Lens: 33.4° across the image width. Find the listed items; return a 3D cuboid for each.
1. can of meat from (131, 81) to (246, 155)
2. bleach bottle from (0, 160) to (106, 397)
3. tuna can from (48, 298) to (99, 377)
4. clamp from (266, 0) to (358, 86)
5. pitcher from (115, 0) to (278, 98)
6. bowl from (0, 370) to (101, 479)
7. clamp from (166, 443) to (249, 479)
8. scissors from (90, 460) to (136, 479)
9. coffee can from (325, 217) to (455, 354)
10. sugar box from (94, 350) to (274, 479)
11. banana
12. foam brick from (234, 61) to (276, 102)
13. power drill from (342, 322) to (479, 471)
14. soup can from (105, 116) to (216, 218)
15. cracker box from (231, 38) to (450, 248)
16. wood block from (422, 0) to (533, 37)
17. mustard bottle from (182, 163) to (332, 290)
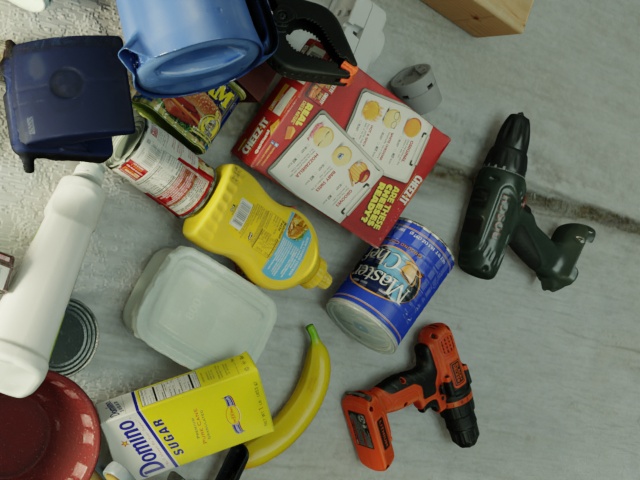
[{"bbox_3d":[-0.146,-0.155,1.165,0.102,0.058,0.084,41,73,-31],"label":"can of meat"},{"bbox_3d":[-0.263,0.023,1.044,0.068,0.103,0.250,25,58,-15],"label":"bleach bottle"},{"bbox_3d":[-0.276,0.099,1.107,0.085,0.034,0.086,-4,97,-36],"label":"tuna can"},{"bbox_3d":[-0.043,-0.245,1.160,0.210,0.036,0.164,30,70,2],"label":"clamp"},{"bbox_3d":[-0.143,-0.275,1.075,0.145,0.149,0.243,-18,79,6],"label":"pitcher"},{"bbox_3d":[-0.307,0.204,1.079,0.161,0.055,0.162,-4,98,-34],"label":"bowl"},{"bbox_3d":[-0.127,0.314,1.220,0.120,0.039,0.171,-20,124,-41],"label":"clamp"},{"bbox_3d":[-0.214,0.293,1.172,0.016,0.096,0.202,-49,151,-31],"label":"scissors"},{"bbox_3d":[0.088,0.056,1.328,0.102,0.103,0.140,49,66,-29],"label":"coffee can"},{"bbox_3d":[-0.146,0.193,1.158,0.176,0.048,0.093,-20,121,-12],"label":"sugar box"},{"bbox_3d":[-0.037,0.201,1.294,0.069,0.037,0.197,34,72,-14],"label":"banana"},{"bbox_3d":[-0.096,-0.199,1.200,0.078,0.051,0.053,42,69,-32],"label":"foam brick"},{"bbox_3d":[0.125,0.224,1.402,0.187,0.057,0.184,-29,107,-34],"label":"power drill"},{"bbox_3d":[-0.171,-0.078,1.146,0.102,0.069,0.068,37,73,-32],"label":"soup can"},{"bbox_3d":[0.026,-0.113,1.264,0.213,0.072,0.164,32,94,-35],"label":"cracker box"},{"bbox_3d":[0.173,-0.346,1.360,0.205,0.091,0.090,25,80,-36],"label":"wood block"},{"bbox_3d":[-0.058,0.001,1.204,0.191,0.058,0.096,36,71,-30],"label":"mustard bottle"}]
